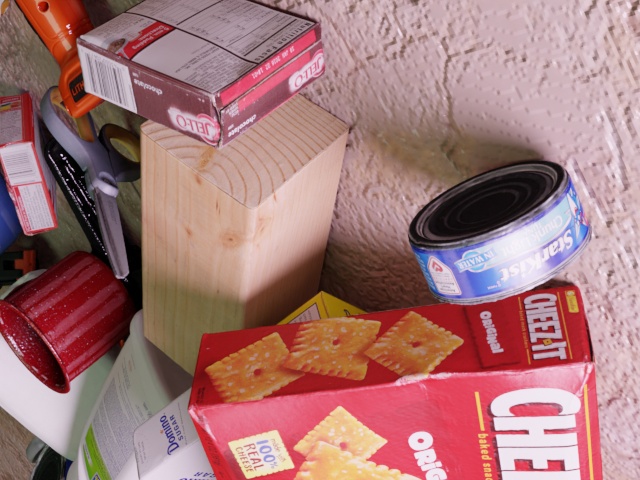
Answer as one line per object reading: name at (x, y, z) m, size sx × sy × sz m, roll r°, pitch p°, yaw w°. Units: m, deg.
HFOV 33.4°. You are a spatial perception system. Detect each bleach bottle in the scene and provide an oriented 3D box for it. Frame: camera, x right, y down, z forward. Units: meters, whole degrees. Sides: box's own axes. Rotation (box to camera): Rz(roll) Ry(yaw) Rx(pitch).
bleach bottle at (-0.159, 0.161, 0.883) m, size 0.251 × 0.067 × 0.102 m, roll -51°, pitch 52°, yaw 41°

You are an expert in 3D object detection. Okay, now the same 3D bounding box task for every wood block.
wood block at (-0.055, 0.001, 0.689) m, size 0.090 × 0.090 × 0.206 m, roll 35°, pitch 145°, yaw 20°

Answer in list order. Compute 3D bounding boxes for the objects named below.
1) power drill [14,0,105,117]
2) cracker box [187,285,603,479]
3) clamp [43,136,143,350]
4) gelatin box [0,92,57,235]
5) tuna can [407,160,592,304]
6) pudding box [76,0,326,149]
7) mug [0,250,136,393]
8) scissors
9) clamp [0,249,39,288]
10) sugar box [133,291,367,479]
power drill at (-0.168, -0.181, 0.668) m, size 0.187 × 0.057 × 0.185 m, roll 57°, pitch 149°, yaw -8°
cracker box at (0.050, 0.120, 0.611) m, size 0.214 × 0.072 × 0.164 m, roll -7°, pitch 126°, yaw 10°
clamp at (-0.165, 0.016, 0.877) m, size 0.165 × 0.036 × 0.210 m, roll 39°, pitch 145°, yaw 14°
gelatin box at (-0.234, -0.061, 0.852) m, size 0.073 × 0.030 × 0.089 m, roll -110°, pitch 11°, yaw -48°
tuna can at (0.087, -0.005, 0.526) m, size 0.086 × 0.086 × 0.033 m, roll -2°, pitch 120°, yaw 50°
pudding box at (-0.067, -0.103, 0.600) m, size 0.114 × 0.089 × 0.039 m, roll 27°, pitch 139°, yaw 30°
mug at (-0.211, 0.059, 0.864) m, size 0.117 × 0.081 × 0.093 m, roll 19°, pitch 138°, yaw 41°
scissors at (-0.132, -0.034, 0.709) m, size 0.016 × 0.096 × 0.202 m, roll -48°, pitch 51°, yaw 18°
clamp at (-0.338, 0.032, 1.036) m, size 0.172 × 0.120 × 0.039 m, roll -15°, pitch 81°, yaw 50°
sugar box at (-0.031, 0.107, 0.696) m, size 0.176 × 0.048 × 0.093 m, roll -35°, pitch 140°, yaw 24°
